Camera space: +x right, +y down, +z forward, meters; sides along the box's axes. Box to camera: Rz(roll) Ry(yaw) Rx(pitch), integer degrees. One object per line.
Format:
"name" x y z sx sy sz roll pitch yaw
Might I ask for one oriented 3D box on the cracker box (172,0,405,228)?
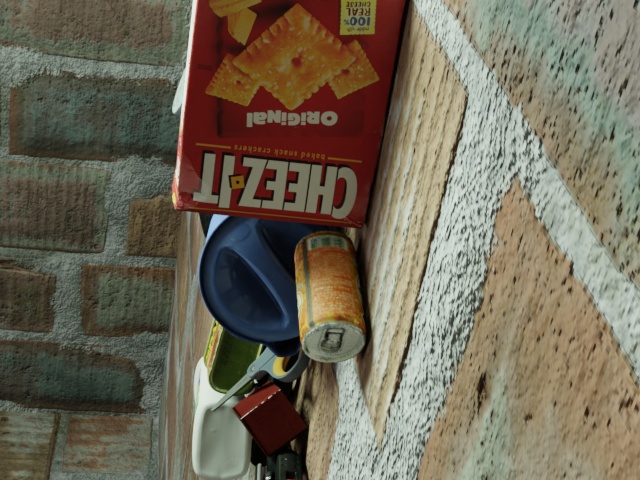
"cracker box" -0.029 -0.124 0.870 0.072 0.164 0.214 -104 22 -65

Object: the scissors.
"scissors" -0.060 0.142 1.103 0.202 0.016 0.096 -52 25 26

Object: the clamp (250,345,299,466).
"clamp" -0.056 0.147 1.230 0.210 0.036 0.164 109 161 -54

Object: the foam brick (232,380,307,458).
"foam brick" -0.053 0.185 1.112 0.053 0.051 0.078 55 170 -6

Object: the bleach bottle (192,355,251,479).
"bleach bottle" -0.129 0.207 1.336 0.251 0.068 0.102 -134 47 -77

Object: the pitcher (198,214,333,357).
"pitcher" -0.057 0.001 1.062 0.149 0.145 0.243 -57 11 4

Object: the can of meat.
"can of meat" -0.096 0.118 1.212 0.084 0.057 0.102 -125 50 -77

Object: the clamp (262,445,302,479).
"clamp" -0.044 0.267 1.115 0.171 0.039 0.120 161 111 -83
